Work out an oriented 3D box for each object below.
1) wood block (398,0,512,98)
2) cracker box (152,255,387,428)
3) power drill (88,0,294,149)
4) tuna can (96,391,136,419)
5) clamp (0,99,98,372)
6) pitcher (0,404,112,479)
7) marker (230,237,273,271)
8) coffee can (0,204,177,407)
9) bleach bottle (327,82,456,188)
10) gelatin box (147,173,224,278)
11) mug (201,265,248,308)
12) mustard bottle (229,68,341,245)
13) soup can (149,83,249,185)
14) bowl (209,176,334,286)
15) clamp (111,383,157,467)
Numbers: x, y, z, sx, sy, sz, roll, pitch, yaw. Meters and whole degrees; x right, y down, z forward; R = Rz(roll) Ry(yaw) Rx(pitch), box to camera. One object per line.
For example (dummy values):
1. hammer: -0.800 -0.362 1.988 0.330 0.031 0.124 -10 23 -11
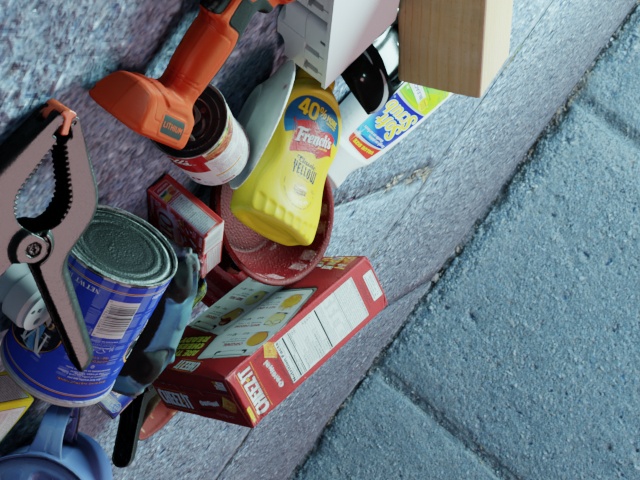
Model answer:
1. wood block: 0.130 -0.252 1.012 0.090 0.090 0.206 -53 150 -41
2. cracker box: -0.057 0.099 1.122 0.213 0.072 0.164 -40 -157 -32
3. power drill: -0.085 -0.161 0.773 0.188 0.057 0.184 -52 167 4
4. tuna can: -0.225 0.138 1.064 0.033 0.086 0.086 -46 166 -15
5. clamp: -0.217 0.005 0.742 0.164 0.036 0.210 -2 114 -43
6. pitcher: -0.269 0.248 1.059 0.149 0.145 0.243 -32 -178 -5
7. marker: -0.058 0.001 1.164 0.120 0.020 0.020 -38 162 -45
8. coffee can: -0.195 0.055 0.894 0.140 0.103 0.102 -58 165 27
9. bleach bottle: 0.063 -0.142 1.290 0.250 0.068 0.102 -46 140 -15
10. gelatin box: -0.128 -0.012 1.007 0.030 0.073 0.089 -44 166 -24
11. mug: -0.103 0.062 1.282 0.093 0.081 0.117 -41 164 -38
12. mustard bottle: -0.024 -0.098 1.063 0.096 0.058 0.191 31 67 -40
13. soup can: -0.101 -0.089 0.898 0.068 0.068 0.102 -50 168 -3
14. bowl: -0.061 -0.033 1.104 0.055 0.162 0.161 -3 -151 46
15. clamp: -0.209 0.152 1.189 0.120 0.039 0.171 82 19 -47
